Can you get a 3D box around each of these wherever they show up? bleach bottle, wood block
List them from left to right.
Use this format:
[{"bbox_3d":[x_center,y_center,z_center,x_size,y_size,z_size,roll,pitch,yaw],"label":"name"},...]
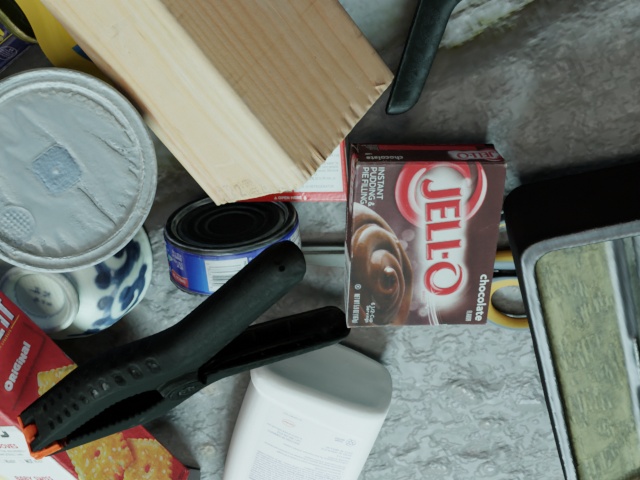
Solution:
[{"bbox_3d":[-0.070,-0.126,0.536,0.206,0.090,0.090,50,151,-20],"label":"wood block"},{"bbox_3d":[-0.035,0.183,0.784,0.102,0.068,0.251,21,123,-2],"label":"bleach bottle"}]

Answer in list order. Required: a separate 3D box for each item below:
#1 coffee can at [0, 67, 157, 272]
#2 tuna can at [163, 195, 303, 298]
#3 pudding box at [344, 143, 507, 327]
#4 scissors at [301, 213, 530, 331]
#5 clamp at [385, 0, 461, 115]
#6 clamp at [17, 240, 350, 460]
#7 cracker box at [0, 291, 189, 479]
[{"bbox_3d":[-0.155,-0.038,0.597,0.102,0.140,0.103,-1,93,-20],"label":"coffee can"},{"bbox_3d":[-0.054,0.001,0.666,0.086,0.086,0.034,-2,118,8],"label":"tuna can"},{"bbox_3d":[0.061,-0.003,0.651,0.090,0.039,0.113,0,118,-5],"label":"pudding box"},{"bbox_3d":[0.071,0.028,0.706,0.202,0.016,0.096,-11,117,13],"label":"scissors"},{"bbox_3d":[0.052,-0.163,0.586,0.120,0.039,0.172,35,112,-18],"label":"clamp"},{"bbox_3d":[-0.083,0.068,0.625,0.210,0.036,0.164,-24,159,-4],"label":"clamp"},{"bbox_3d":[-0.218,0.126,0.729,0.164,0.072,0.213,-12,129,36],"label":"cracker box"}]
